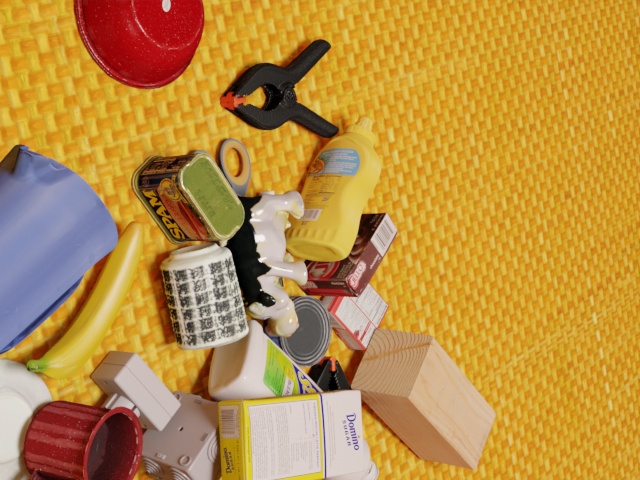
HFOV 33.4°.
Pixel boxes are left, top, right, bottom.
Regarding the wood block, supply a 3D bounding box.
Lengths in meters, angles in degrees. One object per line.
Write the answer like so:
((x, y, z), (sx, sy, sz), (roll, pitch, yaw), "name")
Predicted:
((0.138, 0.208, 1.386), (0.206, 0.091, 0.090), (49, 57, -41), "wood block")

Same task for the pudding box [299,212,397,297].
((0.032, 0.018, 1.308), (0.039, 0.090, 0.113), (55, 54, -31), "pudding box")

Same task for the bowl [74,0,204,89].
((-0.178, -0.244, 1.135), (0.161, 0.055, 0.162), (2, 87, -44), "bowl")

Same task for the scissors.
((-0.087, -0.033, 1.245), (0.096, 0.016, 0.201), (-52, 123, -32), "scissors")

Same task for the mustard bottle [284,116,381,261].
((0.023, -0.069, 1.296), (0.058, 0.096, 0.191), (41, 62, -39), "mustard bottle")

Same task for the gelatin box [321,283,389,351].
((0.041, 0.087, 1.357), (0.089, 0.030, 0.073), (49, 57, -34), "gelatin box")

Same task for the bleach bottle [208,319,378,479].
((-0.020, 0.203, 1.236), (0.250, 0.068, 0.102), (43, 33, -28), "bleach bottle")

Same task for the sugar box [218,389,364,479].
((-0.028, 0.211, 1.141), (0.175, 0.048, 0.093), (4, 81, -47), "sugar box")

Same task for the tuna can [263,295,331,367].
((-0.028, 0.109, 1.287), (0.085, 0.034, 0.086), (1, 88, -44), "tuna can")

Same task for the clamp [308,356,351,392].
((0.000, 0.249, 1.309), (0.164, 0.036, 0.210), (-4, 89, -42), "clamp")

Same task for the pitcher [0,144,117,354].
((-0.306, 0.043, 0.964), (0.149, 0.145, 0.242), (50, 60, -17), "pitcher")

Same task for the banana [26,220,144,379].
((-0.227, 0.070, 1.077), (0.037, 0.070, 0.197), (25, 57, 5), "banana")

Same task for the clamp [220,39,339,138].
((-0.043, -0.184, 1.275), (0.171, 0.039, 0.120), (-3, 90, -44), "clamp")

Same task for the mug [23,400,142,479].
((-0.237, 0.209, 1.031), (0.117, 0.082, 0.093), (-59, 145, -41), "mug")

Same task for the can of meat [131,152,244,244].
((-0.140, -0.045, 1.146), (0.057, 0.084, 0.102), (-51, 122, -32), "can of meat")
